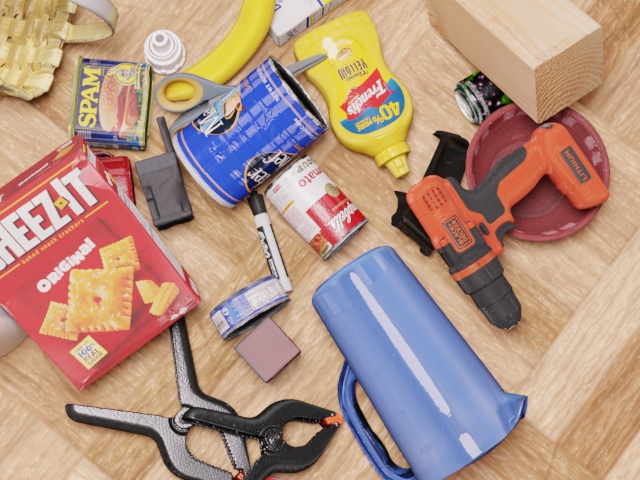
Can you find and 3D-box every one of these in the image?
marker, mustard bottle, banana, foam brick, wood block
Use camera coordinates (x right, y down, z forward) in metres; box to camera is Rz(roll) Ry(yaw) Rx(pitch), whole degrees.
[{"bbox_3d":[-0.058,0.001,1.202,0.020,0.020,0.121,-17,82,-4],"label":"marker"},{"bbox_3d":[0.051,-0.158,1.211,0.096,0.058,0.191,-26,83,-4],"label":"mustard bottle"},{"bbox_3d":[-0.104,-0.229,1.204,0.069,0.037,0.198,32,108,-3],"label":"banana"},{"bbox_3d":[-0.057,0.119,1.155,0.053,0.078,0.051,-43,85,-5],"label":"foam brick"},{"bbox_3d":[0.208,-0.236,1.167,0.090,0.091,0.206,-32,54,-7],"label":"wood block"}]

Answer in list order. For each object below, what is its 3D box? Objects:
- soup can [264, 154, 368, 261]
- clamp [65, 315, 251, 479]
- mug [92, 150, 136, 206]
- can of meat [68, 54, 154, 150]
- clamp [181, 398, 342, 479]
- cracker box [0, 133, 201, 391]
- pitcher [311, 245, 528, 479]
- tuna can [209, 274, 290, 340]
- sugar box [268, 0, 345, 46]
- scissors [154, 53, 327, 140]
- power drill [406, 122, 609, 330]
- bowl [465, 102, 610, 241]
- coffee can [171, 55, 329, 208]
[{"bbox_3d":[-0.005,-0.037,1.185,0.068,0.068,0.102,-42,85,-7],"label":"soup can"},{"bbox_3d":[-0.160,0.198,1.156,0.164,0.036,0.210,-38,86,-16],"label":"clamp"},{"bbox_3d":[-0.248,-0.057,1.179,0.081,0.093,0.117,-7,45,-8],"label":"mug"},{"bbox_3d":[-0.235,-0.153,1.203,0.084,0.057,0.102,4,81,-3],"label":"can of meat"},{"bbox_3d":[-0.062,0.209,1.141,0.171,0.039,0.120,-24,86,-26],"label":"clamp"},{"bbox_3d":[-0.251,0.026,1.108,0.164,0.072,0.213,-35,114,-1],"label":"cracker box"},{"bbox_3d":[0.090,0.136,1.140,0.149,0.145,0.243,-31,79,-18],"label":"pitcher"},{"bbox_3d":[-0.077,0.073,1.157,0.086,0.086,0.034,-31,82,-6],"label":"tuna can"},{"bbox_3d":[-0.004,-0.314,1.241,0.176,0.048,0.093,-35,83,-3],"label":"sugar box"},{"bbox_3d":[-0.100,-0.179,1.193,0.202,0.016,0.096,-37,109,12],"label":"scissors"},{"bbox_3d":[0.210,-0.023,1.138,0.187,0.057,0.184,-34,92,-7],"label":"power drill"},{"bbox_3d":[0.240,-0.075,1.205,0.162,0.055,0.162,0,81,-2],"label":"bowl"},{"bbox_3d":[-0.075,-0.117,1.158,0.140,0.102,0.103,-38,84,11],"label":"coffee can"}]
